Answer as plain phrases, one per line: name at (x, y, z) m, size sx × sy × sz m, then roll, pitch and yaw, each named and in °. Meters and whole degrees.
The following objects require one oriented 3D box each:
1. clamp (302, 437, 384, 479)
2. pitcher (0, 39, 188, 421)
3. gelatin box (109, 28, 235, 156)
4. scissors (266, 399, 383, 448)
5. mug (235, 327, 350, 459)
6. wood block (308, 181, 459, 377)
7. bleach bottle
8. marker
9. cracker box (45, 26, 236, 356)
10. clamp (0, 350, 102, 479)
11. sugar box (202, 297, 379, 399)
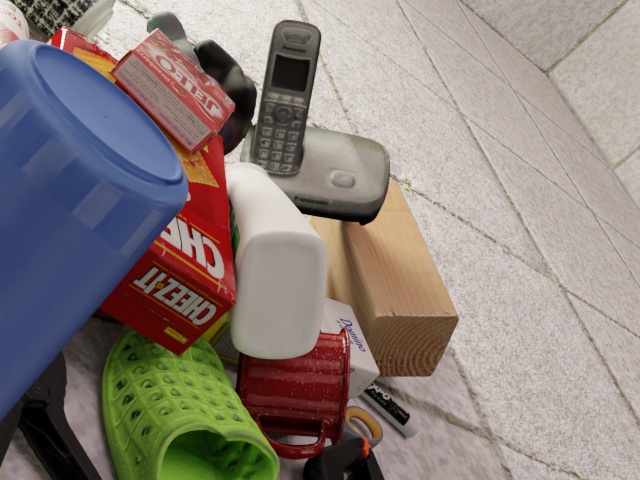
clamp at (0.014, 0.214, 0.825) m, size 0.164 × 0.036 × 0.210 m, roll 41°, pitch 21°, yaw -17°
pitcher at (-0.179, 0.021, 0.523) m, size 0.144 × 0.243 × 0.149 m, roll 30°, pitch 20°, yaw -50°
gelatin box at (-0.110, -0.115, 0.815) m, size 0.089 × 0.030 × 0.073 m, roll 44°, pitch 22°, yaw -11°
scissors at (0.003, 0.165, 0.916) m, size 0.096 × 0.016 × 0.201 m, roll 45°, pitch 22°, yaw 1°
mug at (-0.024, 0.119, 0.827) m, size 0.081 × 0.093 × 0.117 m, roll 6°, pitch 45°, yaw -6°
wood block at (0.058, 0.035, 1.103) m, size 0.090 × 0.090 × 0.206 m, roll 2°, pitch 41°, yaw -20°
bleach bottle at (-0.056, 0.001, 0.872) m, size 0.068 × 0.102 × 0.251 m, roll 4°, pitch 17°, yaw -15°
marker at (0.048, 0.146, 1.028) m, size 0.121 × 0.020 × 0.020 m, roll 43°, pitch 22°, yaw -12°
cracker box at (-0.144, -0.043, 0.771) m, size 0.164 × 0.072 × 0.214 m, roll 36°, pitch 24°, yaw -30°
clamp at (-0.186, 0.098, 0.633) m, size 0.120 × 0.039 × 0.171 m, roll 25°, pitch 35°, yaw -63°
sugar box at (-0.035, 0.077, 0.938) m, size 0.176 × 0.048 × 0.093 m, roll 26°, pitch 27°, yaw -37°
